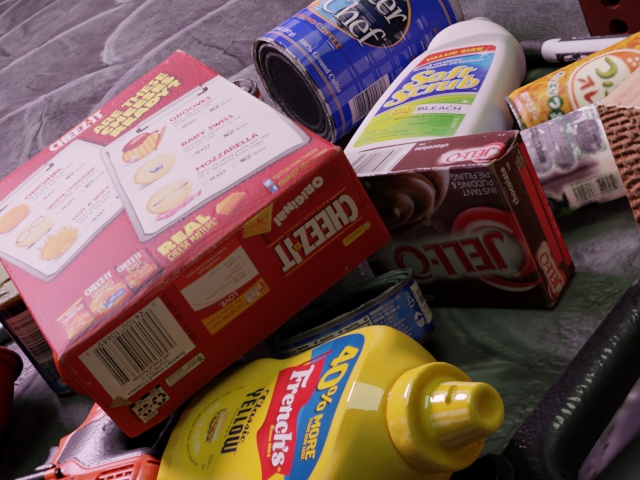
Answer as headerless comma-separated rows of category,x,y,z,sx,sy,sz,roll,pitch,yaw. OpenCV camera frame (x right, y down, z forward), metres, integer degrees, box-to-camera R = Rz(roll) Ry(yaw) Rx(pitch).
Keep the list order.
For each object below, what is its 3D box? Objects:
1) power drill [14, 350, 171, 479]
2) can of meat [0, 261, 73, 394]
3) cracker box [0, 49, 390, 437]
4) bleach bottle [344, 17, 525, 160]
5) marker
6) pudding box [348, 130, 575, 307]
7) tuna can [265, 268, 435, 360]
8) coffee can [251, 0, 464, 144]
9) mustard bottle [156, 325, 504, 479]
power drill,-0.142,0.116,0.604,0.185,0.057,0.187,-16,31,19
can of meat,-0.182,0.046,0.731,0.057,0.084,0.102,-28,26,1
cracker box,-0.087,-0.010,0.585,0.164,0.072,0.214,-38,34,-10
bleach bottle,0.082,-0.089,0.732,0.103,0.068,0.250,-4,33,21
marker,0.188,-0.136,0.762,0.020,0.020,0.121,-43,30,-26
pudding box,0.070,-0.009,0.576,0.114,0.090,0.039,-1,35,45
tuna can,0.016,0.048,0.559,0.086,0.034,0.086,-26,4,2
coffee can,0.031,-0.154,0.853,0.140,0.102,0.103,-37,28,-15
mustard bottle,0.003,0.085,0.452,0.192,0.058,0.096,-24,33,50
